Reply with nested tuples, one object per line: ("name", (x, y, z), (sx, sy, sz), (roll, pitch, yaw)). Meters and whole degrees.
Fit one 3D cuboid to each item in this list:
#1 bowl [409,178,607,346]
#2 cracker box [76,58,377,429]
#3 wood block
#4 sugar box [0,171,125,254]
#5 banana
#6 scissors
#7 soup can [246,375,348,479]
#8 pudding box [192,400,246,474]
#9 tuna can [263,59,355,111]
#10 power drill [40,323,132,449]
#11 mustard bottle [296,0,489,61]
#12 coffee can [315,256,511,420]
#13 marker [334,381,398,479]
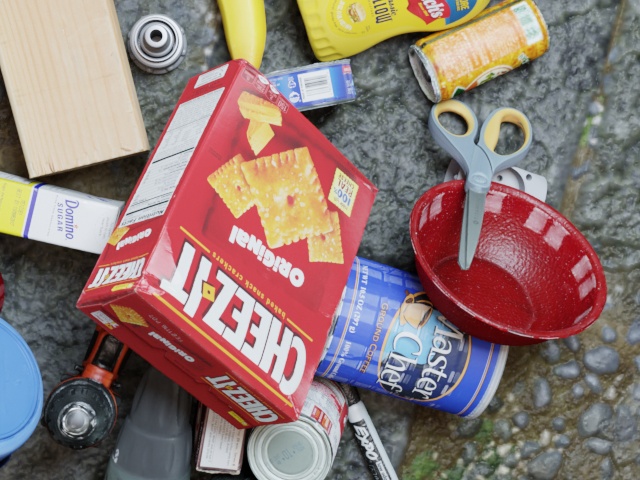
("bowl", (0.135, 0.027, 0.822), (0.162, 0.162, 0.055), (16, 133, -8))
("cracker box", (-0.055, 0.001, 0.766), (0.164, 0.072, 0.213), (43, 50, -30))
("wood block", (-0.199, -0.158, 0.818), (0.090, 0.090, 0.206), (-14, 96, -6))
("sugar box", (-0.242, -0.029, 0.819), (0.176, 0.093, 0.048), (16, 92, -8))
("banana", (-0.093, -0.227, 0.854), (0.069, 0.037, 0.198), (-38, 98, -3))
("scissors", (0.108, -0.056, 0.841), (0.096, 0.201, 0.016), (26, 135, 13))
("soup can", (-0.017, 0.150, 0.848), (0.068, 0.102, 0.068), (2, 101, 8))
("pudding box", (-0.077, 0.119, 0.852), (0.039, 0.090, 0.113), (7, 93, -9))
("tuna can", (-0.016, -0.119, 0.847), (0.086, 0.086, 0.034), (-12, 97, -7))
("power drill", (-0.152, 0.066, 0.802), (0.057, 0.185, 0.187), (26, 80, -9))
("mustard bottle", (0.077, -0.206, 0.836), (0.191, 0.058, 0.096), (-14, 133, 6))
("coffee can", (0.069, 0.077, 0.862), (0.140, 0.103, 0.103), (17, 91, -8))
("marker", (0.040, 0.167, 0.906), (0.020, 0.020, 0.121), (-24, 96, -5))
